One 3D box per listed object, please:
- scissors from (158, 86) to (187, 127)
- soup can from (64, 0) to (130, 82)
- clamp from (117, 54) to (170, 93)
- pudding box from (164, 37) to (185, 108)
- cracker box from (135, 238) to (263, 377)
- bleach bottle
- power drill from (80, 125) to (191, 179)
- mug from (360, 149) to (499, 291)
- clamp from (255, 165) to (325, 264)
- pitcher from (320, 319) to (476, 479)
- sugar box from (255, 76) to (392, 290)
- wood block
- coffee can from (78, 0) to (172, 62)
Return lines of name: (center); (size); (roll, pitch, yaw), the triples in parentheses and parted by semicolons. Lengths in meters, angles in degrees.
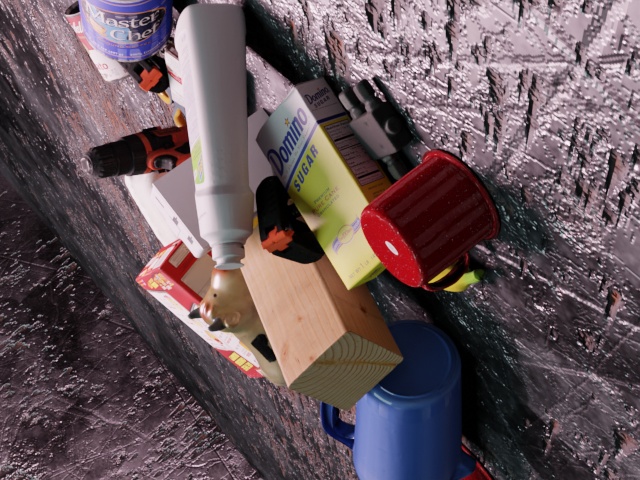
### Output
scissors: (-0.184, -0.198, 1.352); (0.096, 0.016, 0.202); (50, 163, 11)
soup can: (-0.272, -0.263, 1.367); (0.069, 0.068, 0.102); (28, 151, 55)
clamp: (-0.222, -0.220, 1.251); (0.120, 0.039, 0.171); (32, -172, -22)
pudding box: (-0.127, -0.173, 1.195); (0.090, 0.039, 0.113); (36, 162, 13)
cracker box: (-0.129, 0.088, 1.406); (0.213, 0.072, 0.164); (41, 161, -10)
bleach bottle: (-0.098, -0.095, 1.032); (0.103, 0.068, 0.251); (130, 136, -73)
power drill: (-0.170, -0.088, 1.289); (0.188, 0.184, 0.057); (30, 127, 41)
mug: (0.091, -0.006, 0.894); (0.093, 0.081, 0.117); (33, 154, 48)
clamp: (-0.027, -0.039, 1.065); (0.164, 0.036, 0.209); (57, -161, -3)
pitcher: (0.089, 0.192, 1.206); (0.243, 0.149, 0.145); (84, 159, -54)
sugar box: (0.014, -0.052, 0.986); (0.176, 0.048, 0.093); (56, 140, 10)
wood block: (-0.006, 0.064, 1.126); (0.090, 0.090, 0.206); (29, -156, -40)
coffee can: (-0.206, -0.265, 1.127); (0.103, 0.102, 0.140); (51, 163, 8)
